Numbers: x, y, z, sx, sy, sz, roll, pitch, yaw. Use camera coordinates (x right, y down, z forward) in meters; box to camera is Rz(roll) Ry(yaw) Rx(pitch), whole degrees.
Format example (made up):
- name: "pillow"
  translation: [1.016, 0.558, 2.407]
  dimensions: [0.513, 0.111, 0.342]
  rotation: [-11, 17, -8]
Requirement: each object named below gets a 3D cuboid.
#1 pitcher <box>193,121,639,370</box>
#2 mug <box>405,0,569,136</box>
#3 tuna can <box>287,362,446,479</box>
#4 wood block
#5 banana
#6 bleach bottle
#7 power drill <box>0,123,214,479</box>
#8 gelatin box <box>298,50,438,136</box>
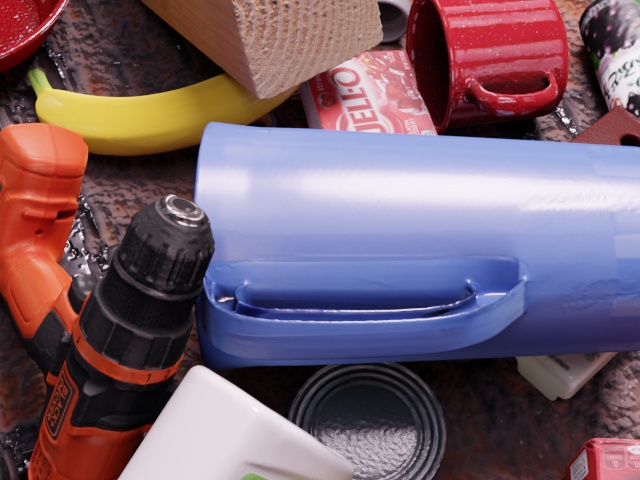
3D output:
- name: "pitcher"
  translation: [0.055, 0.009, 0.559]
  dimensions: [0.243, 0.145, 0.149]
  rotation: [0, 67, 3]
- name: "mug"
  translation: [0.110, -0.111, 0.676]
  dimensions: [0.081, 0.093, 0.117]
  rotation: [-7, 31, -11]
- name: "tuna can"
  translation: [0.024, 0.109, 0.584]
  dimensions: [0.086, 0.034, 0.086]
  rotation: [0, 60, -1]
- name: "wood block"
  translation: [-0.059, -0.181, 0.678]
  dimensions: [0.090, 0.090, 0.206]
  rotation: [-29, 42, -17]
- name: "banana"
  translation: [-0.101, -0.088, 0.679]
  dimensions: [0.198, 0.037, 0.069]
  rotation: [-2, 74, 10]
- name: "bleach bottle"
  translation: [-0.089, 0.187, 0.498]
  dimensions: [0.068, 0.102, 0.251]
  rotation: [26, 79, 41]
- name: "power drill"
  translation: [-0.126, 0.018, 0.551]
  dimensions: [0.057, 0.185, 0.188]
  rotation: [7, 32, -36]
- name: "gelatin box"
  translation: [0.029, -0.083, 0.688]
  dimensions: [0.073, 0.030, 0.089]
  rotation: [-5, 53, -13]
